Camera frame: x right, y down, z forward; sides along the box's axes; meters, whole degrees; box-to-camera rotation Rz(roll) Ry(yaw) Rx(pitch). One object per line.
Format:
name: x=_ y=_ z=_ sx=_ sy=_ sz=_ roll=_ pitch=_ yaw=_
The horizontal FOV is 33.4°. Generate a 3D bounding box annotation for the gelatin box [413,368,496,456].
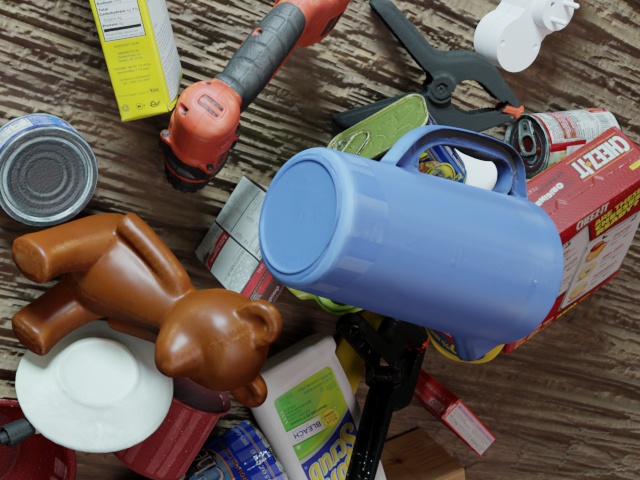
gelatin box: x=0.139 y=0.184 z=1.143 sx=0.030 sy=0.073 sz=0.089 roll=-47 pitch=127 yaw=-4

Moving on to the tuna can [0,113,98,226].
tuna can: x=-0.220 y=-0.055 z=0.842 sx=0.086 sy=0.034 sz=0.086 roll=-13 pitch=118 yaw=-26

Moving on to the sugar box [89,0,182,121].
sugar box: x=-0.144 y=-0.187 z=0.787 sx=0.048 sy=0.093 sz=0.176 roll=-11 pitch=119 yaw=4

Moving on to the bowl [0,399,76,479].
bowl: x=-0.292 y=0.193 z=0.901 sx=0.161 sy=0.055 sz=0.162 roll=-13 pitch=118 yaw=-26

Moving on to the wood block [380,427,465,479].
wood block: x=0.044 y=0.289 z=1.125 sx=0.205 sy=0.091 sz=0.090 roll=-18 pitch=120 yaw=-23

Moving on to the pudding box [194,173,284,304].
pudding box: x=-0.056 y=0.001 z=0.916 sx=0.039 sy=0.114 sz=0.090 roll=30 pitch=95 yaw=-34

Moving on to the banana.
banana: x=0.032 y=0.139 z=1.082 sx=0.069 sy=0.037 sz=0.198 roll=17 pitch=102 yaw=-35

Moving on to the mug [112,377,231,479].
mug: x=-0.150 y=0.155 z=0.956 sx=0.117 sy=0.093 sz=0.081 roll=30 pitch=101 yaw=-6

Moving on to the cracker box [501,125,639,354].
cracker box: x=0.236 y=0.004 z=1.068 sx=0.164 sy=0.072 sz=0.214 roll=-33 pitch=152 yaw=-14

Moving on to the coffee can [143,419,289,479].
coffee can: x=-0.105 y=0.249 z=1.009 sx=0.140 sy=0.103 sz=0.103 roll=-28 pitch=124 yaw=-17

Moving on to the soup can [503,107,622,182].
soup can: x=0.246 y=-0.098 z=1.079 sx=0.102 sy=0.069 sz=0.068 roll=-9 pitch=116 yaw=-28

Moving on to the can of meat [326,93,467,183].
can of meat: x=0.069 y=-0.068 z=0.951 sx=0.102 sy=0.057 sz=0.084 roll=-28 pitch=128 yaw=18

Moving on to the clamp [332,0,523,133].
clamp: x=0.097 y=-0.132 z=0.969 sx=0.171 sy=0.039 sz=0.120 roll=24 pitch=109 yaw=-11

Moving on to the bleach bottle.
bleach bottle: x=0.020 y=0.221 z=1.026 sx=0.102 sy=0.068 sz=0.251 roll=-29 pitch=95 yaw=-14

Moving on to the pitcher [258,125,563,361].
pitcher: x=0.075 y=-0.006 z=0.860 sx=0.242 sy=0.149 sz=0.145 roll=15 pitch=135 yaw=-40

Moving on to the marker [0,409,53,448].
marker: x=-0.210 y=0.140 z=0.883 sx=0.120 sy=0.020 sz=0.020 roll=-22 pitch=122 yaw=-36

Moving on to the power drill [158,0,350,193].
power drill: x=-0.057 y=-0.126 z=0.851 sx=0.057 sy=0.185 sz=0.187 roll=36 pitch=73 yaw=-5

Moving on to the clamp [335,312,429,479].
clamp: x=0.061 y=0.136 z=1.009 sx=0.209 sy=0.036 sz=0.164 roll=-14 pitch=105 yaw=-68
